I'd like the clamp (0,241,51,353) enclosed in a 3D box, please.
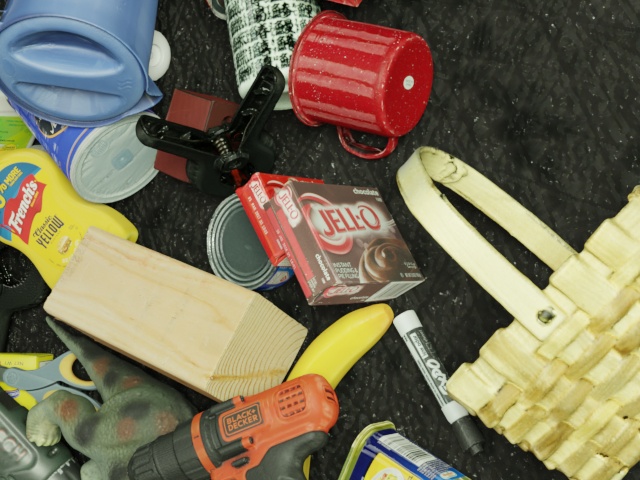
[{"bbox_3d":[-0.337,0.054,1.116,0.210,0.036,0.164,-31,94,22],"label":"clamp"}]

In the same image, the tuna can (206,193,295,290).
[{"bbox_3d":[-0.056,0.001,0.924,0.086,0.033,0.086,-2,86,37],"label":"tuna can"}]

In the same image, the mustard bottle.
[{"bbox_3d":[-0.275,-0.032,1.033,0.192,0.058,0.096,41,104,8],"label":"mustard bottle"}]

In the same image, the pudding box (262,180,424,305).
[{"bbox_3d":[0.019,0.002,0.818,0.039,0.113,0.090,-38,67,31],"label":"pudding box"}]

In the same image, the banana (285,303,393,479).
[{"bbox_3d":[0.000,0.133,0.876,0.070,0.037,0.198,23,103,18],"label":"banana"}]

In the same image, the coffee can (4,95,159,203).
[{"bbox_3d":[-0.222,-0.118,1.011,0.140,0.102,0.103,47,114,29],"label":"coffee can"}]

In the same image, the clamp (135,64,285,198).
[{"bbox_3d":[-0.087,-0.076,0.873,0.120,0.171,0.039,-14,64,-9],"label":"clamp"}]

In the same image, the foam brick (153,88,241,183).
[{"bbox_3d":[-0.106,-0.091,0.954,0.051,0.052,0.078,24,102,35],"label":"foam brick"}]

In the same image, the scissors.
[{"bbox_3d":[-0.287,0.122,1.055,0.202,0.016,0.096,30,93,8],"label":"scissors"}]

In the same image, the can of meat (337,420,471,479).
[{"bbox_3d":[0.058,0.203,0.813,0.084,0.057,0.102,29,104,33],"label":"can of meat"}]

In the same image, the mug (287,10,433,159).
[{"bbox_3d":[0.035,-0.116,0.836,0.082,0.093,0.117,17,127,31],"label":"mug"}]

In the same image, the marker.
[{"bbox_3d":[0.092,0.109,0.816,0.020,0.020,0.121,-41,65,28],"label":"marker"}]

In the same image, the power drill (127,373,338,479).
[{"bbox_3d":[-0.056,0.210,0.800,0.185,0.057,0.188,-26,62,18],"label":"power drill"}]

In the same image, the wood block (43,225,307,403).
[{"bbox_3d":[-0.128,0.069,0.924,0.206,0.090,0.090,20,76,36],"label":"wood block"}]

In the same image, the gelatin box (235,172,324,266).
[{"bbox_3d":[-0.018,-0.016,0.861,0.030,0.089,0.073,-39,66,29],"label":"gelatin box"}]

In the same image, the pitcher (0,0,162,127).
[{"bbox_3d":[-0.211,-0.234,0.939,0.145,0.149,0.243,-4,55,11],"label":"pitcher"}]
